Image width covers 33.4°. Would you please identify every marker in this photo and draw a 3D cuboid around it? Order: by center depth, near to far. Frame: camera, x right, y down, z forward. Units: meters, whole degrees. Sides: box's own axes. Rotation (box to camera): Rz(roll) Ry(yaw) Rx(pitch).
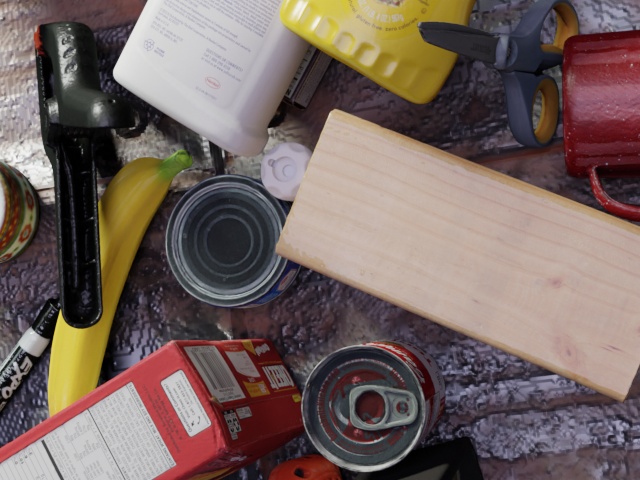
[{"bbox_3d":[-0.207,0.087,0.721,0.020,0.020,0.121,38,96,12],"label":"marker"}]

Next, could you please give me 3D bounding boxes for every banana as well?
[{"bbox_3d":[-0.140,0.026,0.686,0.037,0.070,0.198,20,96,-23],"label":"banana"}]

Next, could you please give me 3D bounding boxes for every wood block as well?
[{"bbox_3d":[0.092,0.006,0.615,0.206,0.090,0.090,23,93,14],"label":"wood block"}]

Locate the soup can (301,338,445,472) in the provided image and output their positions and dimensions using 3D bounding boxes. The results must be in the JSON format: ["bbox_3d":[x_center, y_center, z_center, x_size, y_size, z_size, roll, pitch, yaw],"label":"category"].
[{"bbox_3d":[0.034,0.092,0.619,0.068,0.102,0.068,-1,87,14],"label":"soup can"}]

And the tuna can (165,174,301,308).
[{"bbox_3d":[-0.054,0.001,0.680,0.086,0.033,0.086,-1,87,14],"label":"tuna can"}]

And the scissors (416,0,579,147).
[{"bbox_3d":[0.098,-0.084,0.576,0.016,0.201,0.096,12,114,30],"label":"scissors"}]

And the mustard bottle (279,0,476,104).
[{"bbox_3d":[0.064,-0.175,0.561,0.096,0.058,0.192,31,99,3],"label":"mustard bottle"}]

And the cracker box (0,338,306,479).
[{"bbox_3d":[-0.125,0.138,0.624,0.214,0.164,0.072,-33,79,10],"label":"cracker box"}]

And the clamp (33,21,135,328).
[{"bbox_3d":[-0.147,-0.075,0.648,0.036,0.165,0.210,0,51,-23],"label":"clamp"}]

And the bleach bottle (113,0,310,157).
[{"bbox_3d":[-0.019,-0.180,0.614,0.102,0.068,0.251,32,101,4],"label":"bleach bottle"}]
